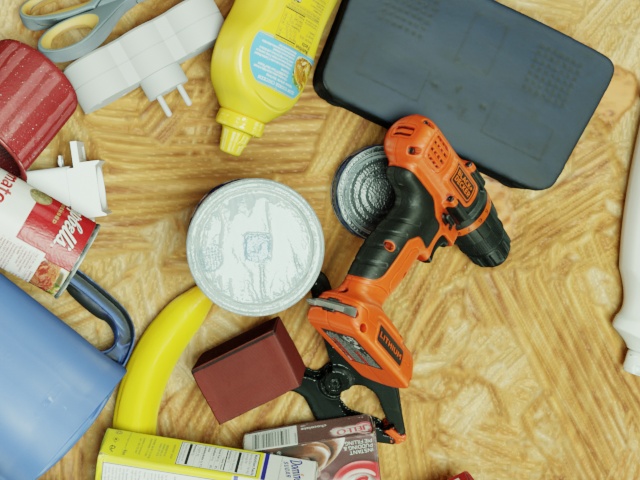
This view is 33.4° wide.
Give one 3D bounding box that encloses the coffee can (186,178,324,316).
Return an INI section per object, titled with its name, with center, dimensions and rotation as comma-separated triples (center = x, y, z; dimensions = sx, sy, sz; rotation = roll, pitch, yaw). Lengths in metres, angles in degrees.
[coffee can]
center = -0.056, 0.001, 0.855
dimensions = 0.102, 0.140, 0.103
rotation = 0, 94, -6

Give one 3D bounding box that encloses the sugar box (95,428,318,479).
[sugar box]
center = -0.095, 0.213, 0.871
dimensions = 0.176, 0.048, 0.093
rotation = 9, 115, -1

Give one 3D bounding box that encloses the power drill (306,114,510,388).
[power drill]
center = 0.078, 0.020, 0.860
dimensions = 0.184, 0.057, 0.187
rotation = 47, 63, -40

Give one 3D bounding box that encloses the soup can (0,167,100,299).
[soup can]
center = -0.231, -0.009, 0.825
dimensions = 0.102, 0.068, 0.068
rotation = 31, 90, -14

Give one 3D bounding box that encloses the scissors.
[scissors]
center = -0.147, -0.190, 0.859
dimensions = 0.202, 0.016, 0.096
rotation = -10, 50, 6

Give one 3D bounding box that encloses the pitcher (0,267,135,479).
[pitcher]
center = -0.277, 0.071, 0.850
dimensions = 0.243, 0.149, 0.145
rotation = 42, 109, -4

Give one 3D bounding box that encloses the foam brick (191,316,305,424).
[foam brick]
center = -0.058, 0.105, 0.876
dimensions = 0.078, 0.053, 0.051
rotation = -27, 97, 9

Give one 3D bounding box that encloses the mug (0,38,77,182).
[mug]
center = -0.257, -0.107, 0.853
dimensions = 0.081, 0.117, 0.093
rotation = -56, 140, -24

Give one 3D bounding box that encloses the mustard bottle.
[mustard bottle]
center = -0.042, -0.161, 0.874
dimensions = 0.058, 0.096, 0.191
rotation = 22, 93, 34

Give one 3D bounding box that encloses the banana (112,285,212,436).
[banana]
center = -0.139, 0.130, 0.909
dimensions = 0.069, 0.037, 0.198
rotation = 7, 95, -30

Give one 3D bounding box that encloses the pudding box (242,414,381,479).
[pudding box]
center = -0.005, 0.201, 0.909
dimensions = 0.113, 0.039, 0.090
rotation = -8, 112, 1

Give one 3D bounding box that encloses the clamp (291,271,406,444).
[clamp]
center = 0.001, 0.120, 0.921
dimensions = 0.120, 0.039, 0.171
rotation = -36, 99, 14

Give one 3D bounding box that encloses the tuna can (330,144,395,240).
[tuna can]
center = 0.053, -0.040, 0.918
dimensions = 0.086, 0.034, 0.086
rotation = 0, 94, -6
